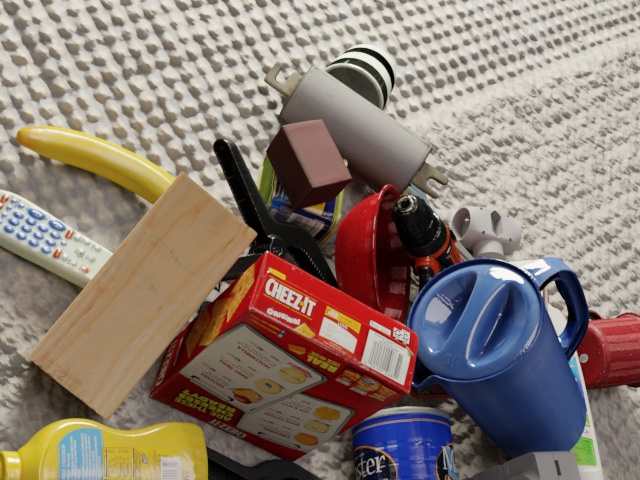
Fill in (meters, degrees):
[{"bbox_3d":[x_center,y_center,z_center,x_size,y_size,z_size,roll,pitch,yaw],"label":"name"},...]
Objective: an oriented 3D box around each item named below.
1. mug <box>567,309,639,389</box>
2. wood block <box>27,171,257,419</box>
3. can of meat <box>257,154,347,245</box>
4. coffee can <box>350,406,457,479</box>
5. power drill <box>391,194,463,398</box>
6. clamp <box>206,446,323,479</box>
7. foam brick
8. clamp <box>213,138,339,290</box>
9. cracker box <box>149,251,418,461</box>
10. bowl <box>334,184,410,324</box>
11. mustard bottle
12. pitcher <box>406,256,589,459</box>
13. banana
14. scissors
[{"bbox_3d":[0.343,0.127,1.296,0.081,0.093,0.117,-3,45,-28],"label":"mug"},{"bbox_3d":[-0.159,0.049,0.960,0.090,0.091,0.206,40,81,-6],"label":"wood block"},{"bbox_3d":[-0.023,-0.056,1.181,0.083,0.058,0.102,20,56,-19],"label":"can of meat"},{"bbox_3d":[0.086,0.246,1.056,0.102,0.103,0.140,10,61,-28],"label":"coffee can"},{"bbox_3d":[0.114,0.064,1.152,0.184,0.057,0.187,49,43,-53],"label":"power drill"},{"bbox_3d":[-0.056,0.250,0.995,0.171,0.039,0.120,15,49,-29],"label":"clamp"},{"bbox_3d":[-0.014,-0.081,1.131,0.051,0.053,0.078,-17,73,-33],"label":"foam brick"},{"bbox_3d":[-0.057,0.001,1.104,0.209,0.036,0.164,28,65,-36],"label":"clamp"},{"bbox_3d":[-0.037,0.114,0.979,0.164,0.214,0.072,29,52,-17],"label":"cracker box"},{"bbox_3d":[0.054,0.021,1.158,0.162,0.055,0.162,-3,90,-72],"label":"bowl"},{"bbox_3d":[-0.190,0.197,0.882,0.191,0.058,0.096,8,72,-29],"label":"mustard bottle"},{"bbox_3d":[0.199,0.126,1.080,0.242,0.149,0.145,52,42,-48],"label":"pitcher"},{"bbox_3d":[-0.207,-0.071,1.076,0.197,0.037,0.069,28,18,-9],"label":"banana"},{"bbox_3d":[0.134,-0.042,1.283,0.202,0.016,0.096,37,47,-1],"label":"scissors"}]
